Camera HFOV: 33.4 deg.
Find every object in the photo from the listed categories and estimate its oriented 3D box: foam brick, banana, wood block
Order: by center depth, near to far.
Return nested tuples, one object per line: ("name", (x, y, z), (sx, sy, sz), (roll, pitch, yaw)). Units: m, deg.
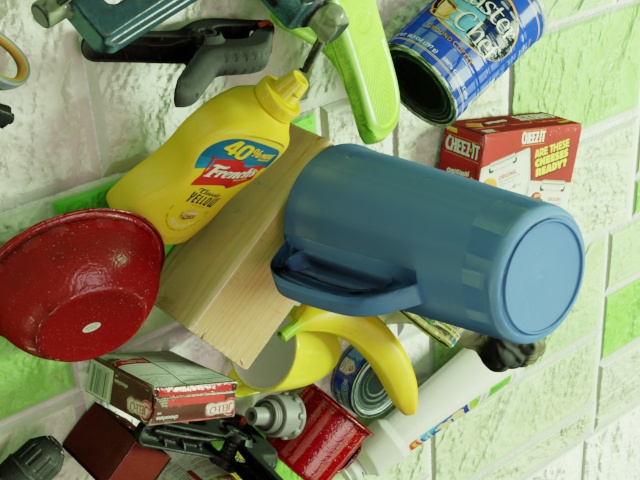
("foam brick", (-0.185, 0.192, 0.968), (0.051, 0.078, 0.053), (-56, 137, -6))
("wood block", (-0.056, 0.002, 0.982), (0.206, 0.090, 0.090), (-54, 133, -7))
("banana", (0.038, 0.103, 1.037), (0.197, 0.037, 0.069), (35, 84, -33))

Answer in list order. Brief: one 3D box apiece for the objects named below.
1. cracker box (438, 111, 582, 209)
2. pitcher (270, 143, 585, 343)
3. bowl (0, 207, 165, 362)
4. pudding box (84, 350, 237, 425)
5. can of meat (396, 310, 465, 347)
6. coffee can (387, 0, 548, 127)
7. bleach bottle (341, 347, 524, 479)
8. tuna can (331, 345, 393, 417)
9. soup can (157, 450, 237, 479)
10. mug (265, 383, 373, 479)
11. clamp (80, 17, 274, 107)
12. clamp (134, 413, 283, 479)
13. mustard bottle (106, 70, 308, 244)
("cracker box", (0.201, -0.031, 1.203), (0.163, 0.072, 0.214), (-10, 115, -38))
("pitcher", (0.082, 0.008, 0.869), (0.144, 0.243, 0.149), (21, 88, -41))
("bowl", (-0.193, 0.049, 0.865), (0.162, 0.055, 0.162), (-20, 145, -15))
("pudding box", (-0.142, 0.130, 0.949), (0.089, 0.114, 0.039), (3, 99, -41))
("can of meat", (0.108, 0.041, 1.010), (0.102, 0.057, 0.084), (39, 85, -15))
("coffee can", (0.140, -0.195, 1.050), (0.140, 0.103, 0.102), (-44, 132, -16))
("bleach bottle", (0.124, 0.199, 1.243), (0.250, 0.068, 0.102), (-35, 163, -17))
("tuna can", (0.055, 0.153, 1.188), (0.085, 0.034, 0.086), (-18, 121, -34))
("soup can", (-0.118, 0.244, 1.032), (0.068, 0.102, 0.068), (-18, 121, -34))
("mug", (0.002, 0.212, 1.133), (0.081, 0.093, 0.117), (-50, 136, -5))
("clamp", (-0.092, -0.148, 0.864), (0.171, 0.120, 0.039), (-20, 138, -37))
("clamp", (-0.093, 0.192, 1.000), (0.164, 0.210, 0.036), (30, 91, -7))
("mustard bottle", (-0.083, -0.073, 0.881), (0.192, 0.058, 0.096), (-40, 151, 24))
